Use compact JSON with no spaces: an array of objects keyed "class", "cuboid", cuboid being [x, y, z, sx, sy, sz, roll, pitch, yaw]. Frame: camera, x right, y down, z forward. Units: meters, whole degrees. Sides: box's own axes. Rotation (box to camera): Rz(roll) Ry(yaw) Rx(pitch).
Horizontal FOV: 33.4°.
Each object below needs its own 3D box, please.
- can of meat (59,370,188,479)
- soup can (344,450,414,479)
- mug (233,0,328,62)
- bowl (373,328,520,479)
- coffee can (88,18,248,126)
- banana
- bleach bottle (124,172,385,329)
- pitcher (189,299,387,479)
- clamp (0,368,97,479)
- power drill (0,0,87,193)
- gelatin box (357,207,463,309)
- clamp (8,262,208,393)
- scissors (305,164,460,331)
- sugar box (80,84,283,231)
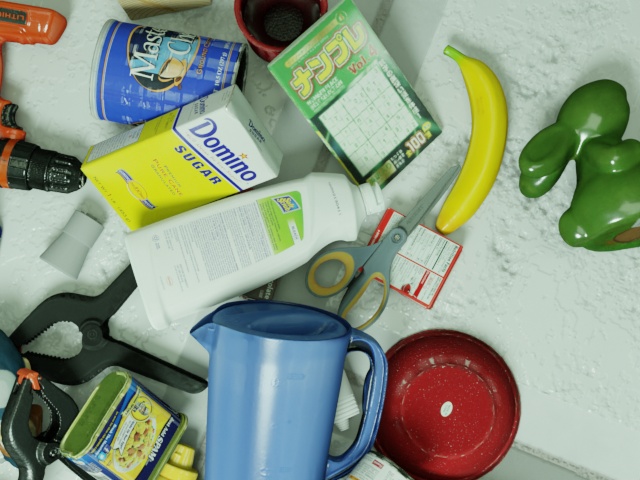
[{"class":"can of meat","cuboid":[-0.192,0.189,1.040,0.084,0.058,0.102,46,60,-30]},{"class":"soup can","cuboid":[0.040,0.254,0.984,0.068,0.068,0.102,40,74,3]},{"class":"mug","cuboid":[-0.031,-0.218,1.089,0.093,0.081,0.117,-43,86,-3]},{"class":"bowl","cuboid":[0.125,0.169,1.070,0.162,0.055,0.162,0,85,0]},{"class":"coffee can","cuboid":[-0.151,-0.160,1.074,0.140,0.103,0.103,11,85,1]},{"class":"banana","cuboid":[0.158,-0.102,1.103,0.070,0.037,0.198,2,85,13]},{"class":"bleach bottle","cuboid":[-0.057,0.001,1.042,0.250,0.068,0.102,-18,84,-5]},{"class":"pitcher","cuboid":[-0.038,0.185,1.015,0.149,0.144,0.243,15,104,37]},{"class":"clamp","cuboid":[-0.257,0.206,1.043,0.120,0.039,0.171,-10,102,-43]},{"class":"power drill","cuboid":[-0.316,-0.147,1.096,0.184,0.057,0.187,11,85,1]},{"class":"gelatin box","cuboid":[0.091,0.019,1.094,0.089,0.030,0.073,28,86,6]},{"class":"clamp","cuboid":[-0.225,0.083,1.086,0.210,0.036,0.164,-6,89,2]},{"class":"scissors","cuboid":[0.056,-0.004,1.074,0.096,0.016,0.202,25,86,7]},{"class":"sugar box","cuboid":[-0.135,-0.077,1.044,0.176,0.048,0.093,-18,126,26]}]
